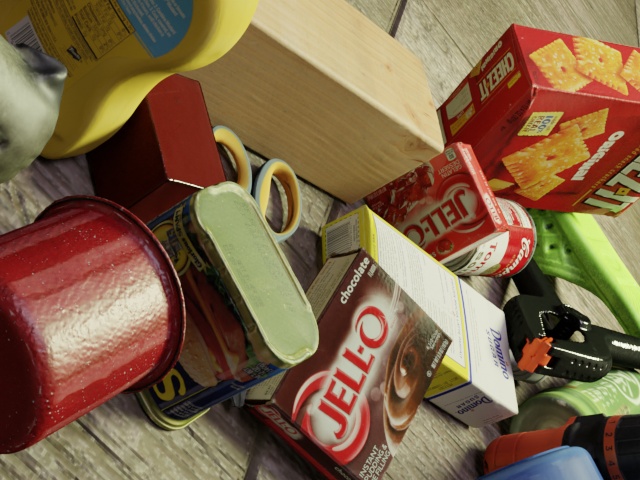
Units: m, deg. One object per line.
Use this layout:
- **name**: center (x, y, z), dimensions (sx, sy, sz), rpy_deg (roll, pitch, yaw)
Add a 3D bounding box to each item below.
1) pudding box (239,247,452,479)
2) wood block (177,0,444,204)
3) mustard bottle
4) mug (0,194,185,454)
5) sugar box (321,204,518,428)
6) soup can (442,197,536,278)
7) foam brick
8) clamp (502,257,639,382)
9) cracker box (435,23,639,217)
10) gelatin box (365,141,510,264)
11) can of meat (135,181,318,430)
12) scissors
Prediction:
- **pudding box**: center (0.017, 0.075, 0.621), dimensions (0.090, 0.039, 0.113), rpy_deg (46, 58, -25)
- **wood block**: center (-0.017, -0.114, 0.719), dimensions (0.205, 0.091, 0.090), rpy_deg (26, 44, -44)
- **mustard bottle**: center (-0.086, -0.123, 0.519), dimensions (0.058, 0.192, 0.096), rpy_deg (-18, 80, -60)
- **mug**: center (-0.126, 0.029, 0.445), dimensions (0.117, 0.093, 0.081), rpy_deg (34, 31, 17)
- **sugar box**: center (0.072, 0.058, 0.753), dimensions (0.176, 0.048, 0.093), rpy_deg (39, 37, -39)
- **soup can**: center (0.122, -0.005, 0.860), dimensions (0.102, 0.069, 0.068), rpy_deg (6, 60, -55)
- **foam brick**: center (-0.092, -0.050, 0.588), dimensions (0.051, 0.053, 0.078), rpy_deg (14, 54, -52)
- **clamp**: center (0.194, 0.067, 0.877), dimensions (0.165, 0.036, 0.209), rpy_deg (37, 21, 25)
- **cracker box**: center (0.210, -0.092, 0.901), dimensions (0.213, 0.164, 0.072), rpy_deg (5, 59, -26)
- **gelatin box**: center (0.086, -0.021, 0.797), dimensions (0.030, 0.089, 0.073), rpy_deg (-6, 70, -58)
- **can of meat**: center (-0.059, 0.032, 0.535), dimensions (0.102, 0.084, 0.057), rpy_deg (62, 30, 2)
- **scissors**: center (-0.054, 0.001, 0.639), dimensions (0.096, 0.016, 0.201), rpy_deg (47, 32, -20)
